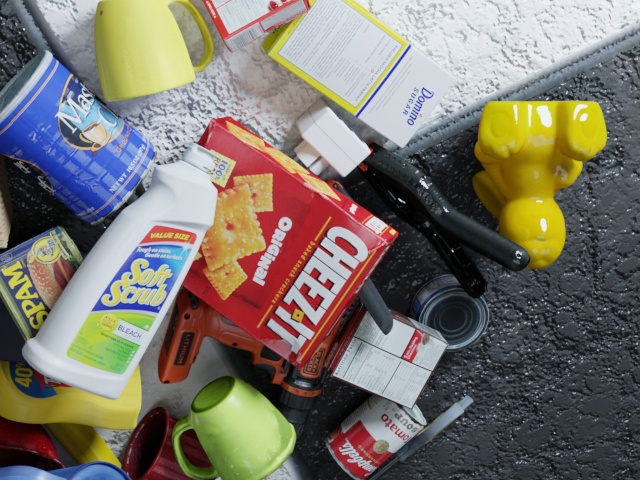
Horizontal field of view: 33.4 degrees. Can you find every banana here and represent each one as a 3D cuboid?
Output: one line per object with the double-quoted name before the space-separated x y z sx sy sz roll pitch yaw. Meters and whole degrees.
"banana" -0.255 0.252 1.198 0.037 0.069 0.197 -32 107 13

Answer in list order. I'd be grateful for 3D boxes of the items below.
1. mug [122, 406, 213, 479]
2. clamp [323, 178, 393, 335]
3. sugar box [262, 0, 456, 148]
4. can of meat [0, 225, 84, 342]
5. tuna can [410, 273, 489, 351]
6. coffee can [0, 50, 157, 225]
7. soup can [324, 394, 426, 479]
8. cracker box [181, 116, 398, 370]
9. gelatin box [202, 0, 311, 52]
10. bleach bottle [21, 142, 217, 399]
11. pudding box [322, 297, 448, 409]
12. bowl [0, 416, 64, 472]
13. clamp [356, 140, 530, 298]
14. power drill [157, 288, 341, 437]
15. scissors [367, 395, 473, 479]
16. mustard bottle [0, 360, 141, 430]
"mug" -0.169 0.257 1.202 0.081 0.093 0.117 30 69 -26
"clamp" 0.024 0.023 1.123 0.120 0.039 0.171 7 92 6
"sugar box" 0.040 -0.178 1.069 0.176 0.048 0.093 32 105 -25
"can of meat" -0.269 0.046 1.049 0.083 0.057 0.102 -29 90 -19
"tuna can" 0.148 0.083 1.215 0.086 0.034 0.086 -4 115 -8
"coffee can" -0.243 -0.097 1.024 0.103 0.103 0.140 -43 115 11
"soup can" 0.065 0.223 1.247 0.102 0.068 0.068 -43 115 10
"cracker box" -0.057 0.001 1.074 0.214 0.072 0.164 35 106 6
"gelatin box" -0.064 -0.231 1.011 0.089 0.073 0.030 -28 159 3
"bleach bottle" -0.176 0.020 1.006 0.102 0.068 0.251 29 89 -36
"pudding box" 0.072 0.124 1.172 0.113 0.039 0.090 26 99 -19
"bowl" -0.356 0.219 1.153 0.162 0.055 0.162 0 153 0
"clamp" 0.119 -0.020 1.122 0.210 0.164 0.036 41 74 10
"power drill" -0.082 0.134 1.187 0.187 0.057 0.184 11 109 -18
"scissors" 0.116 0.244 1.287 0.016 0.096 0.202 51 132 11
"mustard bottle" -0.289 0.152 1.126 0.191 0.096 0.058 7 124 -19
